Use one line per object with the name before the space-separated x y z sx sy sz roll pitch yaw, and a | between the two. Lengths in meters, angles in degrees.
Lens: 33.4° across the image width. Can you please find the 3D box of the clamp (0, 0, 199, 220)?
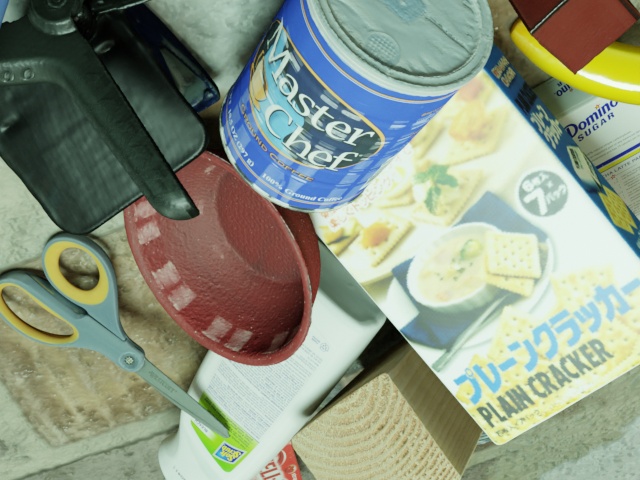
clamp | -0.119 -0.122 0.539 0.164 0.210 0.036 -63 170 -10

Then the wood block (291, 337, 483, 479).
wood block | 0.065 0.136 0.823 0.090 0.091 0.205 -38 176 18

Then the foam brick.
foam brick | 0.145 -0.151 0.643 0.052 0.078 0.051 29 120 -38

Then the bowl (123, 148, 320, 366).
bowl | -0.055 0.001 0.704 0.055 0.162 0.162 -37 153 -41

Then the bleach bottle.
bleach bottle | -0.059 0.116 0.817 0.251 0.102 0.068 -52 167 26

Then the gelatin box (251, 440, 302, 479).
gelatin box | -0.058 0.208 0.982 0.073 0.030 0.089 -16 139 -5

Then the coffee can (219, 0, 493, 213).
coffee can | 0.015 -0.090 0.584 0.102 0.103 0.140 3 155 -24

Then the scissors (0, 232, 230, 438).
scissors | -0.133 0.064 0.757 0.201 0.016 0.096 27 111 -11
